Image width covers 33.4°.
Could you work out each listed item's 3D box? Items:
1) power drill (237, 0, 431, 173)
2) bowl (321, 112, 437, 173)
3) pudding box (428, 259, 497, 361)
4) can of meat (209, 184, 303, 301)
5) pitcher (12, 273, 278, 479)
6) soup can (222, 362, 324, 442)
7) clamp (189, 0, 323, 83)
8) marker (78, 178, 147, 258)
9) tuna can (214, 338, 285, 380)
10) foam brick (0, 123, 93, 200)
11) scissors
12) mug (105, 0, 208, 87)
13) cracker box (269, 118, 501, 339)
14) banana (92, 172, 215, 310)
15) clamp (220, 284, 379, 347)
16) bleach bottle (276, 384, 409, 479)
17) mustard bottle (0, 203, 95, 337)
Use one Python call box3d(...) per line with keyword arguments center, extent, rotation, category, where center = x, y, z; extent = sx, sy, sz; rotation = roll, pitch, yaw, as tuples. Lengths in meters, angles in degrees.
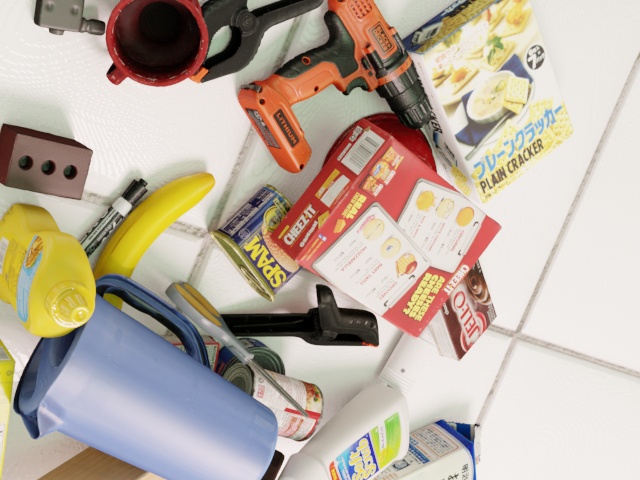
box3d(center=(0.018, -0.157, 1.149), extent=(0.187, 0.057, 0.184), rotation=(-41, 113, -16), category="power drill")
box3d(center=(0.080, -0.063, 1.230), extent=(0.161, 0.055, 0.162), rotation=(-11, 113, -28), category="bowl")
box3d(center=(0.171, 0.079, 1.333), extent=(0.089, 0.039, 0.113), rotation=(-45, 125, -32), category="pudding box")
box3d(center=(-0.058, 0.002, 1.168), extent=(0.084, 0.058, 0.102), rotation=(-44, 125, -14), category="can of meat")
box3d(center=(-0.161, 0.152, 1.047), extent=(0.242, 0.145, 0.149), rotation=(34, 95, -23), category="pitcher")
box3d(center=(-0.056, 0.179, 1.182), extent=(0.102, 0.069, 0.068), rotation=(22, 95, -35), category="soup can")
box3d(center=(-0.072, -0.226, 1.089), extent=(0.120, 0.039, 0.171), rotation=(31, 96, -31), category="clamp")
box3d(center=(-0.219, -0.016, 1.086), extent=(0.121, 0.020, 0.020), rotation=(-50, 125, -7), category="marker")
box3d(center=(-0.085, 0.156, 1.220), extent=(0.086, 0.034, 0.086), rotation=(-11, 113, -28), category="tuna can")
box3d(center=(-0.266, -0.075, 1.015), extent=(0.078, 0.051, 0.053), rotation=(10, 101, -34), category="foam brick")
box3d(center=(-0.090, 0.110, 1.143), extent=(0.016, 0.096, 0.201), rotation=(-45, 109, 4), category="scissors")
box3d(center=(-0.161, -0.194, 1.010), extent=(0.093, 0.081, 0.117), rotation=(37, 108, -22), category="mug")
box3d(center=(0.074, -0.010, 1.166), extent=(0.213, 0.072, 0.164), rotation=(34, 96, -40), category="cracker box")
box3d(center=(-0.184, 0.002, 1.106), extent=(0.198, 0.037, 0.069), rotation=(-57, 143, 0), category="banana")
box3d(center=(-0.009, 0.096, 1.214), extent=(0.209, 0.165, 0.036), rotation=(24, 58, -54), category="clamp")
box3d(center=(0.018, 0.260, 1.234), extent=(0.250, 0.068, 0.102), rotation=(-31, 126, -53), category="bleach bottle")
box3d(center=(-0.251, 0.035, 0.977), extent=(0.058, 0.192, 0.096), rotation=(10, 101, -34), category="mustard bottle")
